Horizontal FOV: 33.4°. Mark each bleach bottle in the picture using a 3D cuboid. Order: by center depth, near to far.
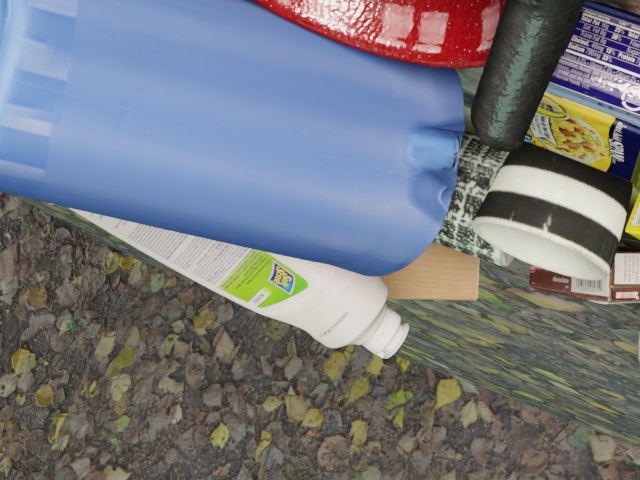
[{"bbox_3d":[-0.055,0.001,0.697,0.250,0.068,0.103,35,141,-10],"label":"bleach bottle"}]

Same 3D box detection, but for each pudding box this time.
[{"bbox_3d":[0.220,0.023,0.790,0.090,0.039,0.114,-1,-176,-18],"label":"pudding box"}]

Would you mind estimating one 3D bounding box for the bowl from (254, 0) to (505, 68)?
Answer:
[{"bbox_3d":[0.016,-0.131,0.431,0.162,0.055,0.162,23,172,3],"label":"bowl"}]

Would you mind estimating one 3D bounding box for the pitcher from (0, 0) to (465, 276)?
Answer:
[{"bbox_3d":[-0.062,-0.062,0.539,0.242,0.145,0.149,10,135,-33],"label":"pitcher"}]
